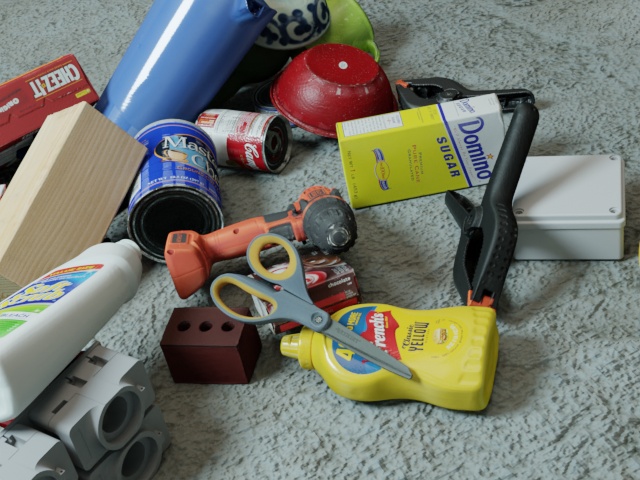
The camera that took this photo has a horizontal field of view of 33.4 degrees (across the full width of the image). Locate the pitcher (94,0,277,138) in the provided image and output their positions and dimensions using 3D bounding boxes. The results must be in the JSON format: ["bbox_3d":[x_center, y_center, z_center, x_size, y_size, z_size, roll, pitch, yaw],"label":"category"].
[{"bbox_3d":[-0.175,-0.221,1.292,0.145,0.243,0.149,35,7,2],"label":"pitcher"}]

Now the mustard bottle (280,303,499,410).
[{"bbox_3d":[0.057,0.099,0.945,0.192,0.058,0.096,1,46,19],"label":"mustard bottle"}]

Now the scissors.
[{"bbox_3d":[-0.001,0.051,0.938,0.202,0.016,0.096,13,71,20],"label":"scissors"}]

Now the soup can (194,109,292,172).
[{"bbox_3d":[-0.093,-0.120,1.271,0.102,0.068,0.068,9,41,27],"label":"soup can"}]

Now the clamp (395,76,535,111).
[{"bbox_3d":[0.155,-0.154,1.271,0.172,0.039,0.120,13,39,33],"label":"clamp"}]

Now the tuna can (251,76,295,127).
[{"bbox_3d":[-0.043,-0.178,1.361,0.086,0.034,0.086,-8,37,6],"label":"tuna can"}]

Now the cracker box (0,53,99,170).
[{"bbox_3d":[-0.377,-0.140,1.295,0.164,0.072,0.214,-32,6,-25],"label":"cracker box"}]

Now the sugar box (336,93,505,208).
[{"bbox_3d":[0.111,-0.096,1.158,0.176,0.093,0.048,-10,37,4],"label":"sugar box"}]

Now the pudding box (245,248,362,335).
[{"bbox_3d":[-0.019,0.047,1.023,0.090,0.039,0.113,-19,13,-10],"label":"pudding box"}]

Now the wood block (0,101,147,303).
[{"bbox_3d":[-0.276,-0.030,1.112,0.090,0.090,0.206,-9,51,48],"label":"wood block"}]

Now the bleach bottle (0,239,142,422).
[{"bbox_3d":[-0.234,0.064,0.927,0.103,0.068,0.250,-6,22,24],"label":"bleach bottle"}]

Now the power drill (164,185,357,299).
[{"bbox_3d":[-0.057,0.001,1.053,0.187,0.057,0.184,-17,11,-2],"label":"power drill"}]

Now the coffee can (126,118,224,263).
[{"bbox_3d":[-0.161,-0.056,1.176,0.103,0.103,0.140,-13,36,0],"label":"coffee can"}]

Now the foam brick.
[{"bbox_3d":[-0.102,0.098,0.997,0.078,0.051,0.053,-2,38,14],"label":"foam brick"}]

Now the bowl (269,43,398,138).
[{"bbox_3d":[0.021,-0.194,1.306,0.162,0.055,0.162,6,43,-6],"label":"bowl"}]

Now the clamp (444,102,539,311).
[{"bbox_3d":[0.164,-0.023,1.025,0.036,0.165,0.210,19,45,-12],"label":"clamp"}]
